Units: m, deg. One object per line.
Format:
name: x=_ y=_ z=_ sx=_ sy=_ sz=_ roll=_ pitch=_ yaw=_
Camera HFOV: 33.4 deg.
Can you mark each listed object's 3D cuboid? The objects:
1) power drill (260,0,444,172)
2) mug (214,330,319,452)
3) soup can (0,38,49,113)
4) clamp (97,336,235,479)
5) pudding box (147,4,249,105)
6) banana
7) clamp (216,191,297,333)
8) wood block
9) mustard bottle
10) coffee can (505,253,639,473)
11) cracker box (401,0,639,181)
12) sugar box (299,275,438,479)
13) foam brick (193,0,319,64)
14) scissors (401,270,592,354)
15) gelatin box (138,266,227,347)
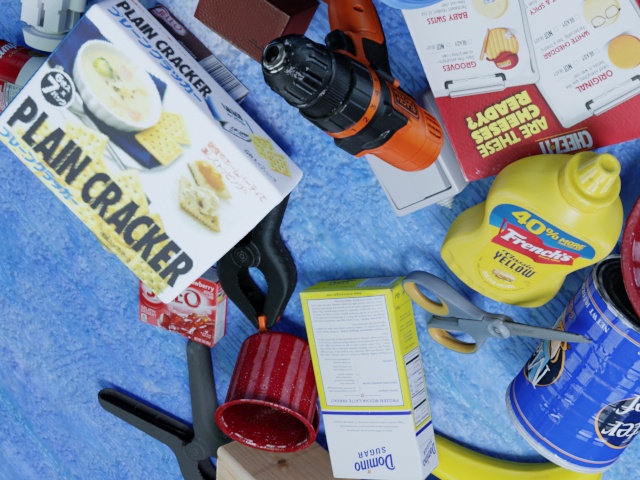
power drill: x=0.008 y=-0.148 z=0.750 sx=0.057 sy=0.184 sz=0.188 roll=-27 pitch=61 yaw=25
mug: x=-0.036 y=0.144 z=0.988 sx=0.093 sy=0.081 sz=0.117 roll=-17 pitch=133 yaw=34
soup can: x=-0.265 y=-0.141 z=0.988 sx=0.102 sy=0.068 sz=0.068 roll=20 pitch=122 yaw=18
clamp: x=-0.133 y=0.208 z=1.107 sx=0.165 sy=0.036 sz=0.210 roll=-23 pitch=101 yaw=34
pudding box: x=-0.132 y=-0.135 z=0.938 sx=0.113 sy=0.039 sz=0.090 roll=46 pitch=126 yaw=3
banana: x=0.165 y=0.200 z=0.946 sx=0.198 sy=0.037 sz=0.069 roll=-4 pitch=93 yaw=28
clamp: x=-0.056 y=0.001 z=0.965 sx=0.120 sy=0.039 sz=0.171 roll=-8 pitch=113 yaw=36
wood block: x=-0.003 y=0.264 z=0.981 sx=0.206 sy=0.090 sz=0.090 roll=33 pitch=129 yaw=44
mustard bottle: x=0.163 y=-0.014 z=0.776 sx=0.096 sy=0.058 sz=0.192 roll=30 pitch=153 yaw=-2
coffee can: x=0.220 y=0.096 z=0.821 sx=0.103 sy=0.102 sz=0.140 roll=34 pitch=125 yaw=10
cracker box: x=0.147 y=-0.166 z=0.752 sx=0.164 sy=0.072 sz=0.213 roll=-14 pitch=108 yaw=34
sugar box: x=0.044 y=0.123 z=0.949 sx=0.093 sy=0.048 sz=0.176 roll=-4 pitch=102 yaw=31
foam brick: x=-0.052 y=-0.187 z=0.862 sx=0.078 sy=0.051 sz=0.053 roll=37 pitch=126 yaw=8
scissors: x=0.126 y=0.054 z=0.840 sx=0.096 sy=0.016 sz=0.202 roll=47 pitch=158 yaw=-6
gelatin box: x=-0.134 y=0.055 z=1.037 sx=0.089 sy=0.030 sz=0.073 roll=18 pitch=121 yaw=20
